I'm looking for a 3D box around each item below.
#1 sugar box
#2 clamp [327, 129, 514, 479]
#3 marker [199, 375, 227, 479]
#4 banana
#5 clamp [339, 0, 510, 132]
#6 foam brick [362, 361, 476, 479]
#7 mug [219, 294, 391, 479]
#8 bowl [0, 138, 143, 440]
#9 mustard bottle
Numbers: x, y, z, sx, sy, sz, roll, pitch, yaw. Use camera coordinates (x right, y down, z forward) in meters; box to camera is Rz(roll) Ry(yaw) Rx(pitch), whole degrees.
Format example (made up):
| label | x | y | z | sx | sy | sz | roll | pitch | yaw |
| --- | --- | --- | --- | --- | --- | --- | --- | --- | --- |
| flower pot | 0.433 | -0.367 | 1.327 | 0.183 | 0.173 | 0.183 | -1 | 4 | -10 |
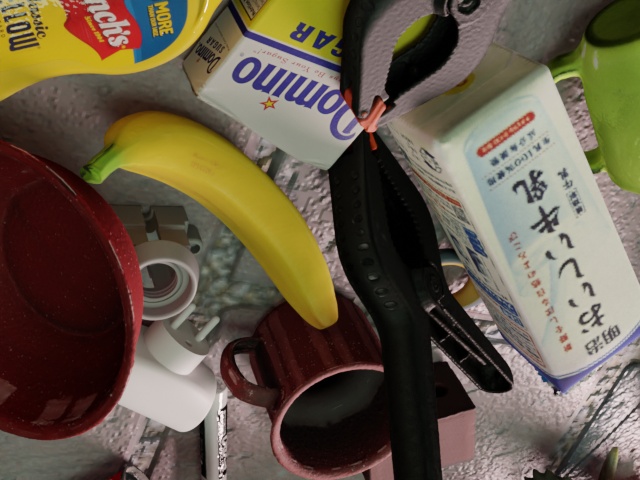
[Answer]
| label | x | y | z | sx | sy | sz | roll | pitch | yaw |
| --- | --- | --- | --- | --- | --- | --- | --- | --- | --- |
| sugar box | 0.020 | -0.125 | 0.541 | 0.093 | 0.048 | 0.176 | 28 | 109 | -34 |
| clamp | 0.056 | 0.031 | 0.621 | 0.036 | 0.164 | 0.210 | -17 | 93 | 28 |
| marker | -0.071 | 0.141 | 0.712 | 0.020 | 0.020 | 0.121 | -7 | 126 | -16 |
| banana | -0.052 | -0.018 | 0.581 | 0.037 | 0.069 | 0.197 | -6 | 151 | 41 |
| clamp | 0.059 | -0.129 | 0.497 | 0.120 | 0.039 | 0.172 | 30 | 111 | -35 |
| foam brick | 0.060 | 0.125 | 0.729 | 0.078 | 0.053 | 0.051 | -15 | 127 | -12 |
| mug | -0.007 | 0.084 | 0.656 | 0.117 | 0.081 | 0.093 | 9 | 120 | -25 |
| bowl | -0.147 | 0.018 | 0.544 | 0.162 | 0.055 | 0.162 | 10 | 113 | 24 |
| mustard bottle | -0.107 | -0.120 | 0.490 | 0.191 | 0.058 | 0.096 | -15 | 127 | -10 |
